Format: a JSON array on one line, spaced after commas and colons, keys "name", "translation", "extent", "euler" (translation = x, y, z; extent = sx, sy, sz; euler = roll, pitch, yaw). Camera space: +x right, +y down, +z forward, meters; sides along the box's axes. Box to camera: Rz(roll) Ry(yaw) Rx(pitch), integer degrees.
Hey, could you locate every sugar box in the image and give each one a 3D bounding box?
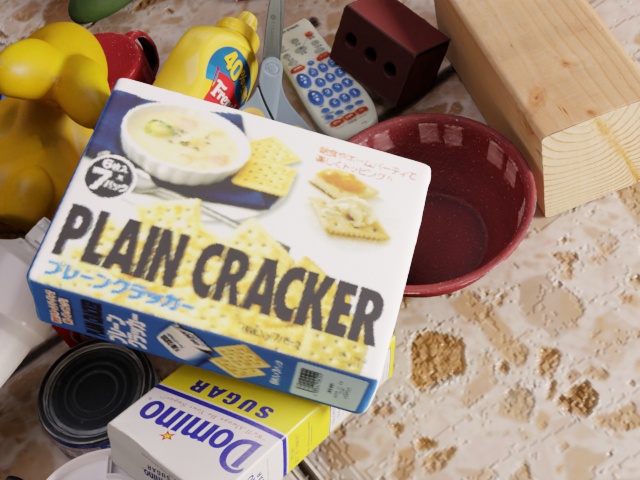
[{"name": "sugar box", "translation": [-0.040, 0.101, 0.687], "extent": [0.093, 0.048, 0.175], "euler": [28, 45, 29]}]

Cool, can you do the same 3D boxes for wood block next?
[{"name": "wood block", "translation": [0.166, -0.132, 0.814], "extent": [0.090, 0.091, 0.206], "euler": [-21, 52, -3]}]

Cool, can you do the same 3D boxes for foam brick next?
[{"name": "foam brick", "translation": [0.055, -0.156, 0.864], "extent": [0.078, 0.053, 0.051], "euler": [40, 46, 22]}]

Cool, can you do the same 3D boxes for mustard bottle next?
[{"name": "mustard bottle", "translation": [-0.098, -0.114, 0.859], "extent": [0.058, 0.096, 0.191], "euler": [13, 58, 22]}]

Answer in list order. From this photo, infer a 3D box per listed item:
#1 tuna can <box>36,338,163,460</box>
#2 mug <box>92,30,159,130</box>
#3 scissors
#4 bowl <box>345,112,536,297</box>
[{"name": "tuna can", "translation": [-0.152, 0.111, 0.743], "extent": [0.086, 0.034, 0.086], "euler": [-7, 53, 9]}, {"name": "mug", "translation": [-0.169, -0.127, 0.895], "extent": [0.093, 0.081, 0.117], "euler": [15, 59, 23]}, {"name": "scissors", "translation": [-0.025, -0.121, 0.854], "extent": [0.096, 0.016, 0.201], "euler": [24, 71, -9]}, {"name": "bowl", "translation": [0.074, -0.015, 0.770], "extent": [0.162, 0.055, 0.162], "euler": [-7, 53, 9]}]
